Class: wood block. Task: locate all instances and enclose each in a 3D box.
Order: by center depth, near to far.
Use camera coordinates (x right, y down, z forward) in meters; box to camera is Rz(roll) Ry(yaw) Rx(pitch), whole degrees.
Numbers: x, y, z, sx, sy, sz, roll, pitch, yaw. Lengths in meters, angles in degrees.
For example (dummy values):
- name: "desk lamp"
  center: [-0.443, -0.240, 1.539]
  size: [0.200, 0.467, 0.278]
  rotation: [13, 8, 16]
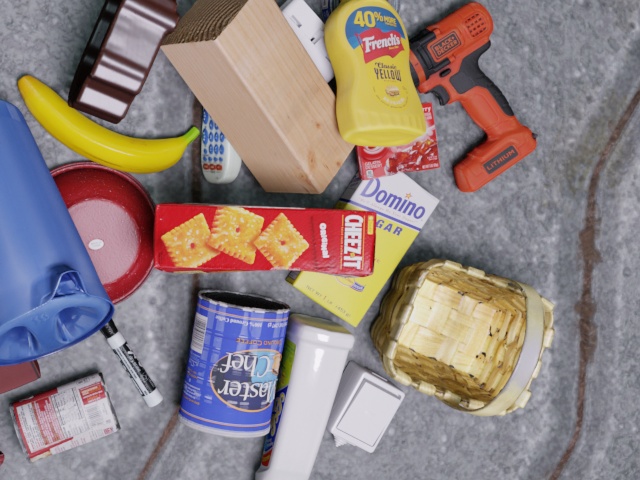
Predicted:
- name: "wood block"
  center: [-0.058, -0.152, 1.097]
  size: [0.090, 0.091, 0.206]
  rotation: [-56, 128, -28]

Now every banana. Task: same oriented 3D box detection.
- name: "banana"
  center: [-0.228, -0.113, 1.128]
  size: [0.197, 0.037, 0.069]
  rotation: [17, 63, -20]

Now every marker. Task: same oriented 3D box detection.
- name: "marker"
  center: [-0.212, 0.130, 1.173]
  size: [0.020, 0.020, 0.121]
  rotation: [-32, 105, -10]

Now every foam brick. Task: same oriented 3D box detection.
- name: "foam brick"
  center: [-0.333, 0.115, 1.119]
  size: [0.051, 0.053, 0.078]
  rotation: [-25, 103, -12]

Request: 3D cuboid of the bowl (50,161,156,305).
- name: "bowl"
  center: [-0.239, -0.001, 1.119]
  size: [0.161, 0.055, 0.162]
  rotation: [-3, 97, -22]

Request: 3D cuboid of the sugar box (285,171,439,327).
- name: "sugar box"
  center: [0.049, 0.000, 1.214]
  size: [0.093, 0.048, 0.176]
  rotation: [34, 89, -16]

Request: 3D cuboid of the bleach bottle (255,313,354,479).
- name: "bleach bottle"
  center: [-0.029, 0.213, 1.193]
  size: [0.068, 0.103, 0.251]
  rotation: [13, 93, -14]

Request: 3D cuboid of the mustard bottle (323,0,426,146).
- name: "mustard bottle"
  center: [0.052, -0.197, 1.125]
  size: [0.096, 0.058, 0.191]
  rotation: [-1, 74, -32]

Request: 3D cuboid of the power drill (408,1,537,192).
- name: "power drill"
  center: [0.147, -0.151, 1.215]
  size: [0.184, 0.057, 0.187]
  rotation: [-33, 106, -3]

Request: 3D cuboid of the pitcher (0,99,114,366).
- name: "pitcher"
  center: [-0.306, -0.006, 1.030]
  size: [0.149, 0.145, 0.243]
  rotation: [-27, 71, 4]

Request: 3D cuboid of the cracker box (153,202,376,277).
- name: "cracker box"
  center: [-0.057, 0.001, 1.097]
  size: [0.213, 0.164, 0.072]
  rotation: [3, 90, -3]

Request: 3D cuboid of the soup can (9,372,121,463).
- name: "soup can"
  center: [-0.272, 0.188, 1.139]
  size: [0.102, 0.069, 0.068]
  rotation: [-19, 102, -13]

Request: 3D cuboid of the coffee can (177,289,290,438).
- name: "coffee can"
  center: [-0.094, 0.132, 1.163]
  size: [0.102, 0.103, 0.140]
  rotation: [8, 95, -17]

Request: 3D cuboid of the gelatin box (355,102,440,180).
- name: "gelatin box"
  center: [0.082, -0.109, 1.170]
  size: [0.089, 0.030, 0.073]
  rotation: [-9, 99, -5]
